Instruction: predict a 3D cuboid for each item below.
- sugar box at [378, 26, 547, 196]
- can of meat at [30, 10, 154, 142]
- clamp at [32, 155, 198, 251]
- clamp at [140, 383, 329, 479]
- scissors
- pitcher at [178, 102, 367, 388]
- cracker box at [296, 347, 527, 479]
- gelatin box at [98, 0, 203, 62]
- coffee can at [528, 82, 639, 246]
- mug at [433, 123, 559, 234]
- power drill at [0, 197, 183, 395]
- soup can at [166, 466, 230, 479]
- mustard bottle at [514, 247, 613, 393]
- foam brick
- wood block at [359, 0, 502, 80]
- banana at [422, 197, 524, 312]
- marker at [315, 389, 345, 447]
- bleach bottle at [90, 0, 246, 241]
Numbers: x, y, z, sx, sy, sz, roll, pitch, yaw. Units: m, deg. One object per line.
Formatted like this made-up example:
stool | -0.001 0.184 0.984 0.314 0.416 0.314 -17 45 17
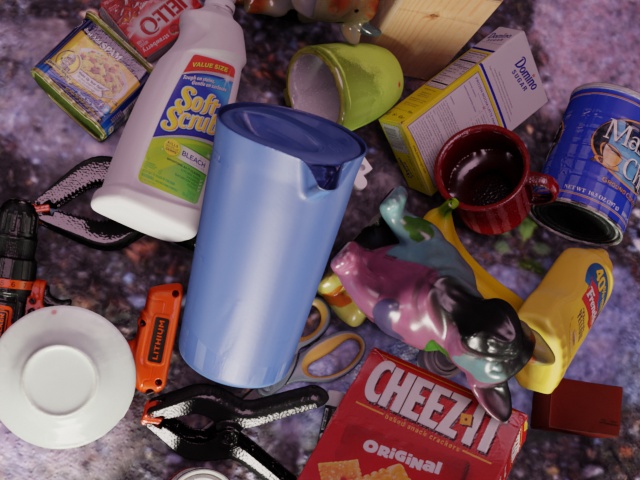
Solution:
sugar box | 0.151 -0.136 1.111 0.176 0.048 0.093 -39 124 -19
can of meat | -0.221 -0.160 1.054 0.102 0.057 0.084 42 75 -1
clamp | -0.174 -0.032 1.046 0.209 0.036 0.164 -16 81 -18
clamp | -0.077 0.168 0.997 0.171 0.039 0.120 20 105 -12
scissors | -0.054 0.123 1.049 0.201 0.016 0.096 -21 81 -10
pitcher | -0.056 0.001 0.967 0.145 0.149 0.243 21 113 11
cracker box | 0.073 0.224 0.975 0.164 0.072 0.213 22 61 18
gelatin box | -0.169 -0.230 1.087 0.089 0.030 0.073 -38 87 -23
coffee can | 0.288 -0.079 1.115 0.102 0.103 0.140 26 75 -5
mug | 0.178 -0.055 1.057 0.117 0.081 0.093 5 70 21
power drill | -0.226 0.063 0.994 0.187 0.057 0.184 10 91 -7
soup can | -0.112 0.240 0.968 0.068 0.102 0.068 2 78 -11
mustard bottle | 0.250 0.063 1.077 0.191 0.058 0.096 -44 134 -44
foam brick | 0.259 0.170 1.084 0.078 0.051 0.053 10 77 -9
wood block | 0.106 -0.241 1.059 0.090 0.206 0.090 9 77 -10
banana | 0.150 0.030 1.070 0.197 0.070 0.037 48 66 -33
marker | 0.003 0.207 1.041 0.020 0.020 0.121 16 76 -8
bleach bottle | -0.134 -0.131 1.022 0.102 0.068 0.251 25 69 -31
